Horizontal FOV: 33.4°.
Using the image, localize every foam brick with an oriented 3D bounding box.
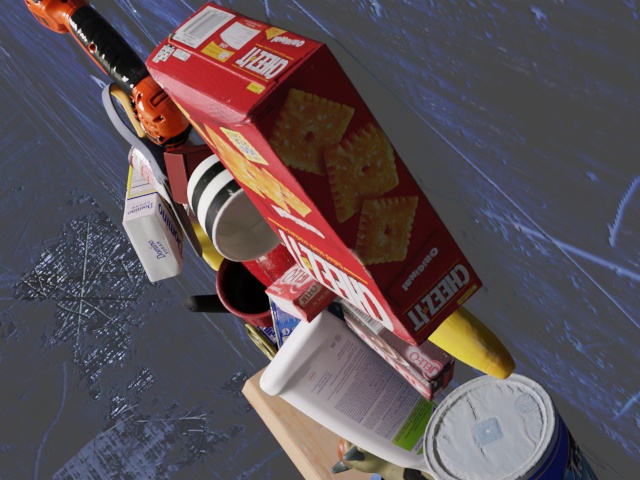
[{"bbox_3d":[-0.117,-0.066,1.054,0.078,0.051,0.053,-163,61,-68],"label":"foam brick"}]

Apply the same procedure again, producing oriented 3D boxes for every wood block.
[{"bbox_3d":[0.003,0.235,1.298,0.206,0.090,0.091,53,165,8],"label":"wood block"}]

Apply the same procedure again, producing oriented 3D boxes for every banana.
[{"bbox_3d":[0.073,0.046,0.823,0.069,0.037,0.198,33,180,-35],"label":"banana"}]

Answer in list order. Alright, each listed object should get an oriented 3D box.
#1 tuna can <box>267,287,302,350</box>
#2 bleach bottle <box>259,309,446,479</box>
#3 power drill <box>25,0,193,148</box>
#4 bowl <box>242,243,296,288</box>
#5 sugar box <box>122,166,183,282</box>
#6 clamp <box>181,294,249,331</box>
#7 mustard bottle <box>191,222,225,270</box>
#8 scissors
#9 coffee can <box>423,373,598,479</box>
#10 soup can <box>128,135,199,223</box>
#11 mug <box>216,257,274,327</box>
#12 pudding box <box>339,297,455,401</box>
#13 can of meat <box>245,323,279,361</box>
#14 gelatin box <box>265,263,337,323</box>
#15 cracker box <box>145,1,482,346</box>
[{"bbox_3d":[-0.035,0.084,1.177,0.086,0.033,0.086,169,90,-89],"label":"tuna can"},{"bbox_3d":[0.069,0.176,1.052,0.250,0.102,0.068,37,173,-8],"label":"bleach bottle"},{"bbox_3d":[-0.193,-0.169,1.027,0.187,0.057,0.184,46,172,-1],"label":"power drill"},{"bbox_3d":[-0.057,0.001,1.109,0.162,0.055,0.162,45,169,11],"label":"bowl"},{"bbox_3d":[-0.192,-0.043,1.253,0.176,0.048,0.093,-101,-6,-52],"label":"sugar box"},{"bbox_3d":[-0.107,0.081,1.455,0.209,0.036,0.164,46,-144,-25],"label":"clamp"},{"bbox_3d":[-0.129,-0.016,1.294,0.191,0.058,0.096,72,177,-68],"label":"mustard bottle"},{"bbox_3d":[-0.159,-0.081,1.120,0.202,0.016,0.096,57,-151,-2],"label":"scissors"},{"bbox_3d":[0.153,0.182,0.809,0.103,0.102,0.140,33,163,52],"label":"coffee can"},{"bbox_3d":[-0.153,-0.075,1.172,0.102,0.068,0.068,42,168,23],"label":"soup can"},{"bbox_3d":[-0.061,0.063,1.269,0.117,0.093,0.081,33,171,16],"label":"mug"},{"bbox_3d":[0.071,0.091,0.970,0.113,0.039,0.090,45,170,17],"label":"pudding box"},{"bbox_3d":[-0.045,0.105,1.355,0.057,0.084,0.102,45,169,9],"label":"can of meat"},{"bbox_3d":[-0.006,0.036,0.980,0.030,0.073,0.089,50,169,-14],"label":"gelatin box"},{"bbox_3d":[-0.007,-0.044,0.703,0.164,0.072,0.213,33,163,54],"label":"cracker box"}]
